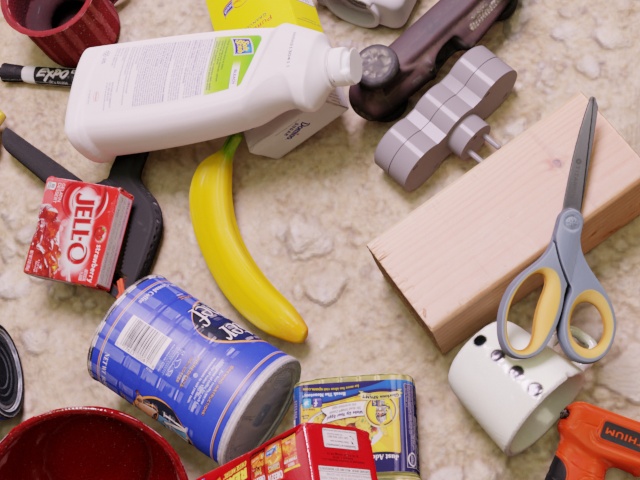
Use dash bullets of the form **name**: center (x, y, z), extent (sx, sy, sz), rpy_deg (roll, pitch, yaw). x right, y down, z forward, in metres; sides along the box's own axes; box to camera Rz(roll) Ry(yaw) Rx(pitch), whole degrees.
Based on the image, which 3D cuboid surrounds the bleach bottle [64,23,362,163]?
- **bleach bottle**: center (-0.088, -0.125, 0.889), extent (0.251, 0.068, 0.102), rpy_deg (-2, 68, 24)

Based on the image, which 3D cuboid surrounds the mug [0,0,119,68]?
- **mug**: center (-0.231, -0.222, 1.006), extent (0.117, 0.081, 0.093), rpy_deg (-40, 69, -2)

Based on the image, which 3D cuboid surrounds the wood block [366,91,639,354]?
- **wood block**: center (0.151, -0.011, 0.851), extent (0.206, 0.090, 0.091), rpy_deg (-35, 68, 0)

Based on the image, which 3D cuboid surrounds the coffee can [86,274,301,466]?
- **coffee can**: center (-0.101, 0.105, 0.860), extent (0.140, 0.102, 0.103), rpy_deg (30, 81, 19)

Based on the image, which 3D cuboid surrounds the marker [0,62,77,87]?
- **marker**: center (-0.254, -0.157, 1.023), extent (0.121, 0.020, 0.020), rpy_deg (6, 74, 14)

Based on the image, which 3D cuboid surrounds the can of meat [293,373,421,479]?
- **can of meat**: center (0.028, 0.153, 0.842), extent (0.102, 0.057, 0.084), rpy_deg (-5, 70, 11)

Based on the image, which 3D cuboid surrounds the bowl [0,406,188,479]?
- **bowl**: center (-0.182, 0.191, 0.851), extent (0.162, 0.055, 0.162), rpy_deg (-1, 111, -2)

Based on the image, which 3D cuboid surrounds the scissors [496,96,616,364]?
- **scissors**: center (0.197, 0.003, 0.787), extent (0.096, 0.016, 0.201), rpy_deg (28, 83, -5)

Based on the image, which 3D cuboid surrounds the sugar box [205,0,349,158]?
- **sugar box**: center (-0.043, -0.172, 0.950), extent (0.093, 0.048, 0.176), rpy_deg (-33, 62, 34)

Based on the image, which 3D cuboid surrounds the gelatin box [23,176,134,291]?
- **gelatin box**: center (-0.209, -0.006, 0.920), extent (0.073, 0.030, 0.089), rpy_deg (10, 81, 19)

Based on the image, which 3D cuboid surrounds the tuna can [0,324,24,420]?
- **tuna can**: center (-0.285, 0.113, 0.907), extent (0.034, 0.086, 0.086), rpy_deg (-13, 70, 6)

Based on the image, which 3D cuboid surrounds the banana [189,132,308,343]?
- **banana**: center (-0.071, 0.005, 0.913), extent (0.070, 0.037, 0.198), rpy_deg (-30, 72, 33)

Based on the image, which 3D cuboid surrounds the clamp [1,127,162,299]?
- **clamp**: center (-0.205, -0.039, 0.965), extent (0.164, 0.036, 0.210), rpy_deg (-12, 71, 8)
